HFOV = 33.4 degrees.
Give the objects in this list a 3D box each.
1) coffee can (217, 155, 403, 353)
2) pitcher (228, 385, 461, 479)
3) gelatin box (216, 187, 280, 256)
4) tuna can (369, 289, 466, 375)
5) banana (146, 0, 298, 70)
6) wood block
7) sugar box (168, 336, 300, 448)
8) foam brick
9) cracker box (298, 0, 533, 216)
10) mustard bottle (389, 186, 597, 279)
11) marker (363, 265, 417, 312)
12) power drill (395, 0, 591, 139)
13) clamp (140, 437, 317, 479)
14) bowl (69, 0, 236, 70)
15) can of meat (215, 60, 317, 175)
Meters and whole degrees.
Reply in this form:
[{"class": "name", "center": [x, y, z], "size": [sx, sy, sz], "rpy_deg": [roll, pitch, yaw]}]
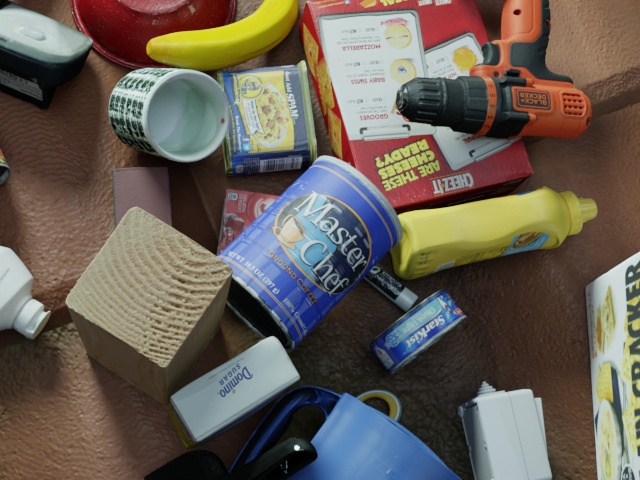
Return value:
[{"class": "coffee can", "center": [-0.013, 0.011, 0.912], "size": [0.103, 0.103, 0.140], "rpy_deg": [44, 73, 5]}, {"class": "pitcher", "center": [-0.007, 0.247, 0.862], "size": [0.242, 0.149, 0.145], "rpy_deg": [-51, 124, -9]}, {"class": "gelatin box", "center": [-0.056, 0.001, 0.977], "size": [0.073, 0.030, 0.089], "rpy_deg": [9, 75, -6]}, {"class": "tuna can", "center": [0.086, 0.081, 0.946], "size": [0.086, 0.086, 0.034], "rpy_deg": [-35, 80, -15]}, {"class": "banana", "center": [-0.078, -0.200, 1.006], "size": [0.069, 0.037, 0.197], "rpy_deg": [41, 52, 7]}, {"class": "wood block", "center": [-0.136, 0.059, 0.858], "size": [0.090, 0.206, 0.090], "rpy_deg": [32, 73, 2]}, {"class": "sugar box", "center": [-0.075, 0.126, 0.864], "size": [0.093, 0.176, 0.048], "rpy_deg": [-30, 81, -14]}, {"class": "foam brick", "center": [-0.160, -0.022, 0.958], "size": [0.051, 0.053, 0.078], "rpy_deg": [-3, 75, -9]}, {"class": "cracker box", "center": [0.086, -0.133, 1.012], "size": [0.164, 0.072, 0.214], "rpy_deg": [-13, 78, -12]}, {"class": "mustard bottle", "center": [0.162, -0.011, 0.975], "size": [0.191, 0.096, 0.058], "rpy_deg": [-11, 76, -10]}, {"class": "marker", "center": [0.037, 0.023, 0.990], "size": [0.121, 0.020, 0.020], "rpy_deg": [38, 73, 3]}, {"class": "power drill", "center": [0.152, -0.183, 0.969], "size": [0.184, 0.057, 0.187], "rpy_deg": [4, 75, -18]}, {"class": "clamp", "center": [-0.082, 0.208, 0.830], "size": [0.036, 0.210, 0.164], "rpy_deg": [27, 85, -32]}, {"class": "bowl", "center": [-0.159, -0.245, 1.018], "size": [0.162, 0.055, 0.162], "rpy_deg": [2, 75, -8]}, {"class": "can of meat", "center": [-0.051, -0.112, 0.996], "size": [0.084, 0.057, 0.102], "rpy_deg": [-6, 75, -7]}]
